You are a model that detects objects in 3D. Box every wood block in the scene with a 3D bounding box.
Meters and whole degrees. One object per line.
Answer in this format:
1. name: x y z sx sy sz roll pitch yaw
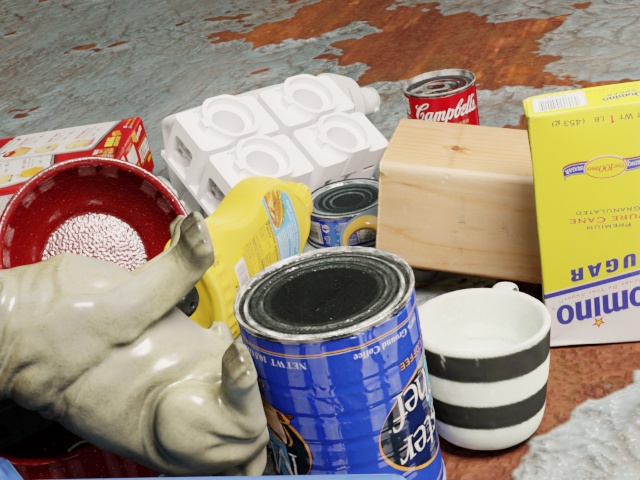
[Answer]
1. wood block: 0.153 -0.028 0.816 0.206 0.090 0.090 8 31 13

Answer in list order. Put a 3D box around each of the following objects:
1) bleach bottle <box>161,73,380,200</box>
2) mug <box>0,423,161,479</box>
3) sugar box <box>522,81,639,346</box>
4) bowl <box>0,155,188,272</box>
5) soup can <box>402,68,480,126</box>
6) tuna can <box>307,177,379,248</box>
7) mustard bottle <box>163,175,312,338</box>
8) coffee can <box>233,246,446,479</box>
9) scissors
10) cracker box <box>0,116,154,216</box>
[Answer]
1. bleach bottle: -0.040 -0.112 1.119 0.250 0.102 0.068 -20 20 -33
2. mug: -0.136 0.134 0.657 0.117 0.081 0.093 -23 28 -23
3. sugar box: 0.191 -0.014 0.714 0.093 0.176 0.048 -6 24 12
4. bowl: -0.185 0.015 0.880 0.162 0.162 0.055 -19 -5 -16
5. soup can: 0.118 -0.102 1.006 0.068 0.102 0.068 -9 26 4
6. tuna can: 0.027 -0.025 0.966 0.086 0.034 0.086 -9 26 4
7. mustard bottle: -0.056 0.001 0.876 0.058 0.096 0.191 3 29 28
8. coffee can: 0.014 0.088 0.620 0.103 0.140 0.103 -9 26 4
9. scissors: 0.052 -0.038 0.924 0.096 0.016 0.202 -6 44 -10
10. cracker box: -0.296 -0.058 1.124 0.214 0.072 0.164 -9 25 6
